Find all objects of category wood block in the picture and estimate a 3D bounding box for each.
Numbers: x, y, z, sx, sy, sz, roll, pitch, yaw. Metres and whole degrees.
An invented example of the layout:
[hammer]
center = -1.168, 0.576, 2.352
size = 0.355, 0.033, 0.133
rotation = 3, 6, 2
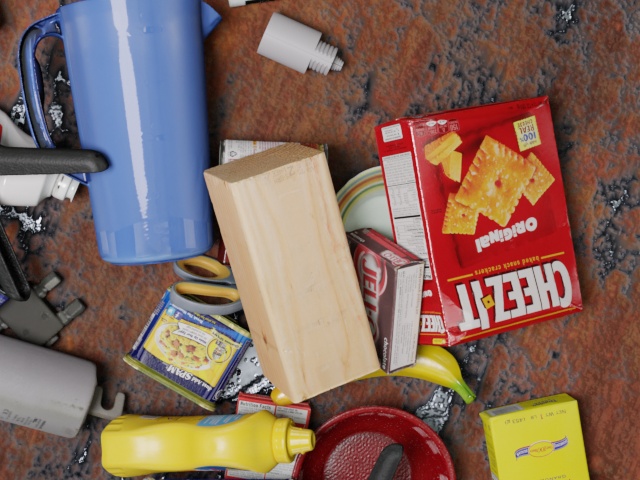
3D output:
[wood block]
center = -0.026, 0.026, 0.957
size = 0.090, 0.091, 0.206
rotation = -20, 108, -17

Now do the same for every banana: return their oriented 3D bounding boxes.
[banana]
center = 0.050, 0.126, 1.043
size = 0.198, 0.069, 0.037
rotation = -2, 132, 2

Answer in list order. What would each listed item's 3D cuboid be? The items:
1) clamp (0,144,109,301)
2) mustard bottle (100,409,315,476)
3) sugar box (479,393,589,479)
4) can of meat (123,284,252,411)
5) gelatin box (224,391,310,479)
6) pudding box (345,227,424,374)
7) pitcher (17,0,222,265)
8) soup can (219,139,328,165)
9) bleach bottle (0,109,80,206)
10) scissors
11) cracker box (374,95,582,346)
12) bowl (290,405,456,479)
[clamp]
center = -0.299, -0.065, 0.940
size = 0.210, 0.036, 0.165
rotation = 41, 108, -6
[mustard bottle]
center = -0.098, 0.187, 0.989
size = 0.192, 0.096, 0.058
rotation = -5, 82, 16
[sugar box]
center = 0.222, 0.250, 1.067
size = 0.093, 0.048, 0.176
rotation = -11, 92, -4
[can of meat]
center = -0.125, 0.102, 1.031
size = 0.102, 0.057, 0.084
rotation = 30, 88, -5
[gelatin box]
center = -0.052, 0.199, 1.054
size = 0.073, 0.030, 0.089
rotation = 9, 91, -3
[pudding box]
center = 0.055, 0.055, 1.005
size = 0.039, 0.090, 0.113
rotation = -13, 118, -27
[pitcher]
center = -0.174, -0.102, 0.985
size = 0.149, 0.144, 0.243
rotation = -2, 97, 29
[soup can]
center = -0.046, -0.061, 1.024
size = 0.102, 0.068, 0.068
rotation = 2, 92, -4
[bleach bottle]
center = -0.343, -0.104, 1.001
size = 0.250, 0.068, 0.102
rotation = 23, 67, -10
[scissors]
center = -0.059, 0.046, 1.046
size = 0.201, 0.096, 0.016
rotation = 2, 123, -33
[cracker box]
center = 0.153, -0.020, 1.013
size = 0.164, 0.072, 0.214
rotation = -12, 93, -26
[bowl]
center = 0.049, 0.238, 1.049
size = 0.162, 0.055, 0.162
rotation = 0, 92, -4
